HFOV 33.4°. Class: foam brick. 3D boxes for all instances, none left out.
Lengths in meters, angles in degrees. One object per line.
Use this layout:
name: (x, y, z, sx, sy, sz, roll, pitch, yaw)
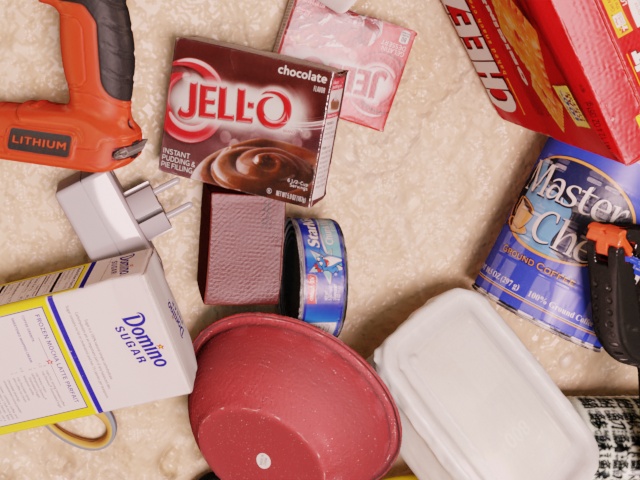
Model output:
foam brick: (-0.055, 0.001, 0.732, 0.053, 0.051, 0.078, 3, 102, -13)

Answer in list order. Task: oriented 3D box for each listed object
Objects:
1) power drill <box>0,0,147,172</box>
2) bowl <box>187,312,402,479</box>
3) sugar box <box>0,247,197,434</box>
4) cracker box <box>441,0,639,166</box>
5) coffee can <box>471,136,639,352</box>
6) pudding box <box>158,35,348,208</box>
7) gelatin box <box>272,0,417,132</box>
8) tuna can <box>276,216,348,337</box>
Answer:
power drill: (-0.173, -0.142, 0.658, 0.184, 0.057, 0.188, 10, 108, 12)
bowl: (-0.030, 0.128, 0.717, 0.162, 0.055, 0.162, 13, 129, 17)
sugar box: (-0.177, 0.071, 0.694, 0.176, 0.048, 0.093, -14, 115, 7)
cracker box: (0.136, -0.144, 0.653, 0.072, 0.214, 0.164, -30, 106, -2)
coffee can: (0.184, -0.007, 0.751, 0.102, 0.103, 0.140, 24, 97, -15)
pudding box: (-0.045, -0.079, 0.696, 0.113, 0.039, 0.090, 14, 107, 13)
gelatin box: (0.012, -0.121, 0.728, 0.089, 0.030, 0.073, 17, 99, -14)
tuna can: (-0.007, 0.027, 0.729, 0.033, 0.086, 0.086, 0, 102, -13)
